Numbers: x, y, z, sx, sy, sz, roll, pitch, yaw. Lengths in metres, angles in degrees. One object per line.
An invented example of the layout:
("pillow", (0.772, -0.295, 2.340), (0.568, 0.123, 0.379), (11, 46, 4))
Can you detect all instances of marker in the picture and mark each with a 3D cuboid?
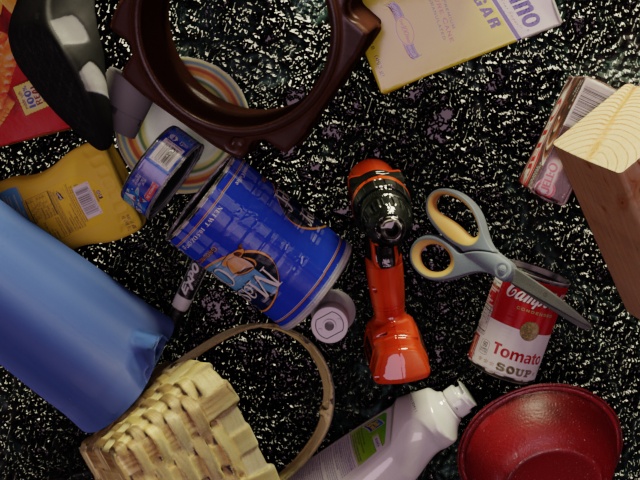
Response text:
("marker", (-0.125, 0.038, 1.048), (0.020, 0.020, 0.121), (27, 99, 0))

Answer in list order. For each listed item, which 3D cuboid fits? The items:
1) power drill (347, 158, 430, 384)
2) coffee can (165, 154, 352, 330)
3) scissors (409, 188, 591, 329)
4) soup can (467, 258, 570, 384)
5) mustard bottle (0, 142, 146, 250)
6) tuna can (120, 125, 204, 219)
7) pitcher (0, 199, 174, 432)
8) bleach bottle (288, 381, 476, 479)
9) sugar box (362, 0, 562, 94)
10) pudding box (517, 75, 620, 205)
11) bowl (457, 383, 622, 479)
("power drill", (0.062, 0.030, 0.959), (0.057, 0.184, 0.188), (-6, 107, 1))
("coffee can", (-0.056, 0.001, 0.985), (0.140, 0.103, 0.103), (38, 99, -11))
("scissors", (0.153, 0.036, 0.979), (0.096, 0.016, 0.202), (-51, 58, 25))
("soup can", (0.186, 0.076, 1.005), (0.068, 0.068, 0.102), (18, 100, 1))
("mustard bottle", (-0.272, -0.020, 1.030), (0.192, 0.058, 0.096), (-23, 103, 7))
("tuna can", (-0.145, -0.063, 0.979), (0.034, 0.086, 0.086), (36, 99, 0))
("pitcher", (-0.269, 0.060, 0.976), (0.242, 0.145, 0.149), (42, 97, -22))
("bleach bottle", (0.043, 0.223, 1.021), (0.251, 0.102, 0.068), (-37, 115, 9))
("sugar box", (0.122, -0.208, 0.978), (0.176, 0.048, 0.093), (-21, 96, 8))
("pudding box", (0.222, -0.091, 0.966), (0.039, 0.090, 0.113), (26, 99, -2))
("bowl", (0.212, 0.215, 1.004), (0.162, 0.055, 0.162), (-1, 118, -3))
